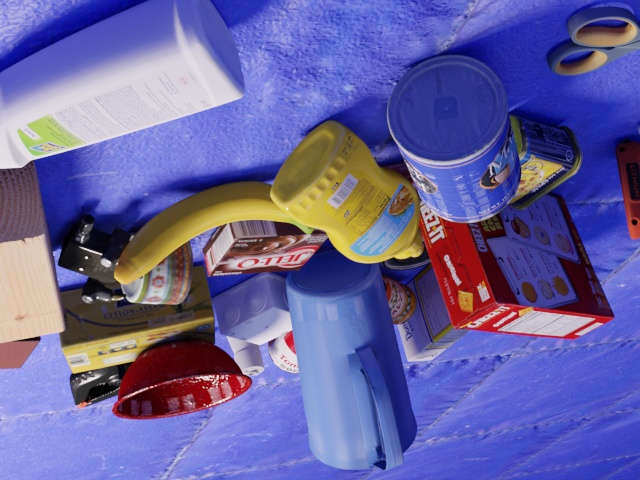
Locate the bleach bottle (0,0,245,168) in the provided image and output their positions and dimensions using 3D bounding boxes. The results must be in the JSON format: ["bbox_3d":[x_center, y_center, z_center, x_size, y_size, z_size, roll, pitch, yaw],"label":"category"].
[{"bbox_3d":[-0.189,-0.109,0.796,0.251,0.068,0.102,-17,155,11],"label":"bleach bottle"}]

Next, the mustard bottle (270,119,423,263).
[{"bbox_3d":[0.043,-0.031,1.029,0.096,0.058,0.191,-52,133,2],"label":"mustard bottle"}]

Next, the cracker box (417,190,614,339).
[{"bbox_3d":[0.209,0.020,1.168,0.213,0.164,0.072,9,144,-42],"label":"cracker box"}]

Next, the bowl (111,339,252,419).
[{"bbox_3d":[-0.161,0.154,1.215,0.162,0.055,0.162,-12,160,-5],"label":"bowl"}]

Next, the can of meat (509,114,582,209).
[{"bbox_3d":[0.197,-0.080,1.079,0.083,0.057,0.102,9,146,-38],"label":"can of meat"}]

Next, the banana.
[{"bbox_3d":[-0.107,-0.016,1.021,0.197,0.070,0.037,-16,152,-11],"label":"banana"}]

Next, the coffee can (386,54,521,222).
[{"bbox_3d":[0.124,-0.088,0.964,0.103,0.103,0.140,-19,156,8],"label":"coffee can"}]

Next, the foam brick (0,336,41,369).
[{"bbox_3d":[-0.344,0.103,1.167,0.051,0.053,0.078,2,151,-33],"label":"foam brick"}]

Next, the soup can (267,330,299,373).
[{"bbox_3d":[-0.019,0.122,1.373,0.068,0.068,0.102,0,152,-30],"label":"soup can"}]

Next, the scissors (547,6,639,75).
[{"bbox_3d":[0.291,-0.175,0.978,0.201,0.016,0.096,4,151,-35],"label":"scissors"}]

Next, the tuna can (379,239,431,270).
[{"bbox_3d":[0.105,0.002,1.227,0.086,0.034,0.086,-12,155,-6],"label":"tuna can"}]

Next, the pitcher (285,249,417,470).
[{"bbox_3d":[0.037,0.140,1.235,0.149,0.144,0.243,4,122,26],"label":"pitcher"}]

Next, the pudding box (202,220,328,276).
[{"bbox_3d":[-0.057,0.001,1.128,0.113,0.039,0.090,-1,153,-27],"label":"pudding box"}]

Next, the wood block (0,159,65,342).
[{"bbox_3d":[-0.289,0.012,0.962,0.090,0.090,0.206,-10,155,-13],"label":"wood block"}]

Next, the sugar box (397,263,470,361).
[{"bbox_3d":[0.157,0.077,1.345,0.048,0.093,0.176,-1,153,-26],"label":"sugar box"}]

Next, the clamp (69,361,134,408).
[{"bbox_3d":[-0.263,0.162,1.357,0.210,0.036,0.164,-31,151,32],"label":"clamp"}]
